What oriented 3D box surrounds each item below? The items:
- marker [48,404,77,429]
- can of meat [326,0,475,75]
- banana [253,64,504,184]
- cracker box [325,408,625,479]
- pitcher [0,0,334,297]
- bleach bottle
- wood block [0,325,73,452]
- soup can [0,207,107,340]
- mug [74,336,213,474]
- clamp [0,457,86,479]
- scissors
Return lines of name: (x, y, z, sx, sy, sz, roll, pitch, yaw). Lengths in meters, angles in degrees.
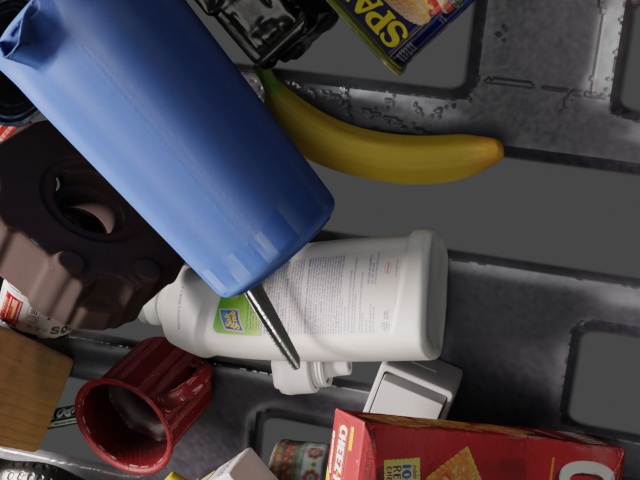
marker: (-0.216, 0.155, 0.955, 0.121, 0.020, 0.020, -12, 100, 18)
can of meat: (0.055, -0.186, 0.775, 0.084, 0.057, 0.102, -42, 91, 18)
banana: (0.037, -0.075, 0.807, 0.198, 0.037, 0.070, 18, 146, 8)
cracker box: (0.108, 0.217, 0.783, 0.213, 0.072, 0.164, 9, 88, -17)
pitcher: (-0.100, -0.086, 0.754, 0.149, 0.145, 0.243, -42, 97, -14)
bleach bottle: (-0.029, 0.044, 0.848, 0.251, 0.068, 0.102, -1, 71, 22)
wood block: (-0.285, 0.108, 0.855, 0.091, 0.206, 0.090, 18, 78, 10)
soup can: (-0.226, 0.024, 0.899, 0.068, 0.068, 0.102, 26, 109, 8)
mug: (-0.134, 0.128, 0.880, 0.117, 0.081, 0.093, -30, 100, 35)
clamp: (-0.279, 0.214, 0.948, 0.210, 0.036, 0.164, 9, 142, 8)
scissors: (-0.055, 0.001, 0.826, 0.202, 0.096, 0.016, 46, 145, 10)
